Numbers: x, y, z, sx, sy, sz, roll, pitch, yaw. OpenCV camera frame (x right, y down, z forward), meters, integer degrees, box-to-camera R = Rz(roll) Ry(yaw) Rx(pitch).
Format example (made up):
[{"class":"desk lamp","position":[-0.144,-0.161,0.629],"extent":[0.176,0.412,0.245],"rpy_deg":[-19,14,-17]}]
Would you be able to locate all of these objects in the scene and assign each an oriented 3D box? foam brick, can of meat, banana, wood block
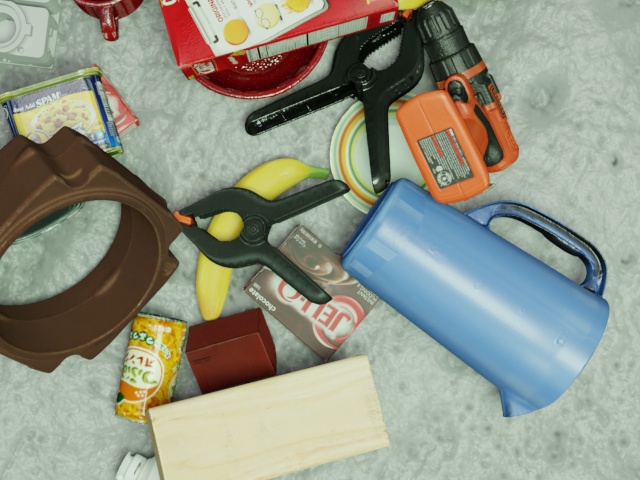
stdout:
[{"class":"foam brick","position":[-0.087,0.107,1.045],"extent":[0.078,0.051,0.053],"rpy_deg":[-15,115,7]},{"class":"can of meat","position":[-0.248,-0.111,1.030],"extent":[0.102,0.057,0.084],"rpy_deg":[-18,92,-2]},{"class":"banana","position":[-0.075,-0.014,1.073],"extent":[0.069,0.037,0.198],"rpy_deg":[38,86,2]},{"class":"wood block","position":[-0.052,0.176,1.000],"extent":[0.206,0.091,0.090],"rpy_deg":[-12,82,-13]}]

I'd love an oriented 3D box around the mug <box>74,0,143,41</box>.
[{"class":"mug","position":[-0.213,-0.255,1.056],"extent":[0.093,0.081,0.117],"rpy_deg":[-10,88,-3]}]

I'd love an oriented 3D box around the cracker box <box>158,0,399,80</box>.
[{"class":"cracker box","position":[-0.050,-0.261,1.010],"extent":[0.213,0.072,0.164],"rpy_deg":[-16,86,0]}]

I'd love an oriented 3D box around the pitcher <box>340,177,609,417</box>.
[{"class":"pitcher","position":[0.150,0.039,1.031],"extent":[0.243,0.149,0.145],"rpy_deg":[35,128,-2]}]

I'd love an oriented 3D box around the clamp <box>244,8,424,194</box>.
[{"class":"clamp","position":[0.048,-0.147,1.060],"extent":[0.165,0.036,0.210],"rpy_deg":[34,73,24]}]

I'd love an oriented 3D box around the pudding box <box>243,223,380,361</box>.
[{"class":"pudding box","position":[-0.007,0.052,1.072],"extent":[0.113,0.039,0.090],"rpy_deg":[40,88,0]}]

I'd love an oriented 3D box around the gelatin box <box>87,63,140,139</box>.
[{"class":"gelatin box","position":[-0.238,-0.122,1.074],"extent":[0.089,0.030,0.073],"rpy_deg":[-37,90,-3]}]

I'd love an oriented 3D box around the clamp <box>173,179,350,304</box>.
[{"class":"clamp","position":[-0.057,0.001,1.029],"extent":[0.171,0.039,0.120],"rpy_deg":[-1,77,11]}]

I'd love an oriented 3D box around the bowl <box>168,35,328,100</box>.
[{"class":"bowl","position":[-0.071,-0.216,1.073],"extent":[0.162,0.055,0.162],"rpy_deg":[0,87,-2]}]

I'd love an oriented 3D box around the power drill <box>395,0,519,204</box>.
[{"class":"power drill","position":[0.127,-0.128,1.007],"extent":[0.057,0.187,0.184],"rpy_deg":[-22,104,27]}]
